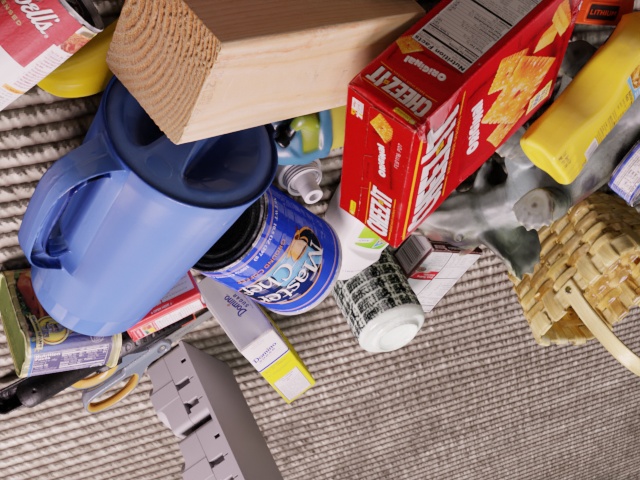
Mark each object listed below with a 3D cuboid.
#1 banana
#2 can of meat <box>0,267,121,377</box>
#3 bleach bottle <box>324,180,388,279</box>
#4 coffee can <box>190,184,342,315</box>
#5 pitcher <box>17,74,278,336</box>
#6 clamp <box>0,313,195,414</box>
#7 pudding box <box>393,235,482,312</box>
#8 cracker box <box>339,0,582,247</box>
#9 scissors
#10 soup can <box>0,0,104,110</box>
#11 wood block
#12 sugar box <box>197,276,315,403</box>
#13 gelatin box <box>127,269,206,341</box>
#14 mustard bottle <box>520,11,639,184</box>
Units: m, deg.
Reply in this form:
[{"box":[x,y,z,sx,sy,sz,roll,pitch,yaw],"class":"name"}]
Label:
[{"box":[-0.132,-0.159,0.759,0.198,0.037,0.069,-36,150,10],"class":"banana"},{"box":[-0.231,0.068,0.937,0.083,0.102,0.057,-6,140,-29],"class":"can of meat"},{"box":[0.052,-0.039,1.051,0.102,0.068,0.251,1,139,-39],"class":"bleach bottle"},{"box":[-0.056,0.001,0.981,0.103,0.103,0.140,-38,147,13],"class":"coffee can"},{"box":[-0.150,-0.020,0.825,0.149,0.145,0.243,24,140,-17],"class":"pitcher"},{"box":[-0.220,0.112,1.034,0.209,0.036,0.165,-28,-177,-34],"class":"clamp"},{"box":[0.119,0.036,1.231,0.089,0.039,0.114,4,137,-42],"class":"pudding box"},{"box":[0.111,-0.116,0.842,0.213,0.072,0.164,-44,159,-23],"class":"cracker box"},{"box":[-0.183,0.107,1.110,0.202,0.016,0.096,-43,141,9],"class":"scissors"},{"box":[-0.204,-0.136,0.705,0.102,0.068,0.068,-35,148,10],"class":"soup can"},{"box":[-0.035,-0.145,0.758,0.205,0.091,0.090,-20,151,-45],"class":"wood block"},{"box":[-0.065,0.100,1.110,0.048,0.093,0.176,-36,152,-6],"class":"sugar box"},{"box":[-0.154,0.036,0.965,0.073,0.089,0.030,-26,149,-6],"class":"gelatin box"},{"box":[0.258,-0.141,0.944,0.191,0.058,0.096,-51,159,4],"class":"mustard bottle"}]
